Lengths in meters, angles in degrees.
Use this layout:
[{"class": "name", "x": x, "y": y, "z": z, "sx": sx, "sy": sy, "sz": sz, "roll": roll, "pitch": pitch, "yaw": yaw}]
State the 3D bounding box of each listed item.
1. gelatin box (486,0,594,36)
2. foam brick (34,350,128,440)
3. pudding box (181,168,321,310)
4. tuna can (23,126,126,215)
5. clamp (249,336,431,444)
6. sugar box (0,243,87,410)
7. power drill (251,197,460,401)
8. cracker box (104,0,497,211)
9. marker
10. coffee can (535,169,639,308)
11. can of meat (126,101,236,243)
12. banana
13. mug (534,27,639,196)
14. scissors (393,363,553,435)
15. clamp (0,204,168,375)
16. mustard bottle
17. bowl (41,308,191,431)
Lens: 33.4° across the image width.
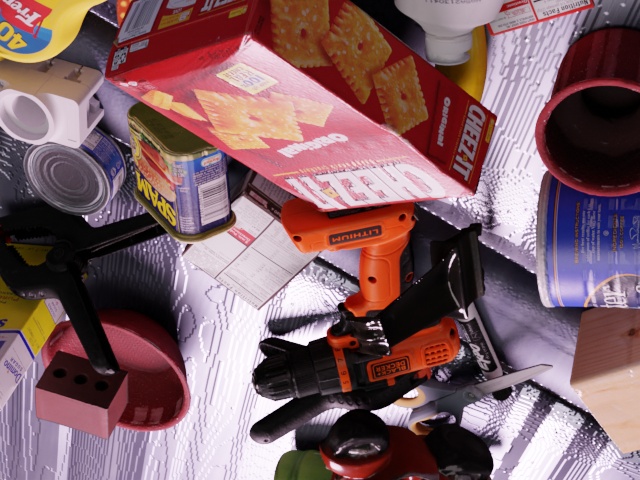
[{"class": "gelatin box", "x": 0.133, "y": -0.186, "z": 0.701, "sx": 0.073, "sy": 0.030, "sz": 0.089, "roll": -13, "pitch": 122, "yaw": 29}, {"class": "foam brick", "x": -0.234, "y": 0.151, "z": 1.047, "sx": 0.078, "sy": 0.053, "sz": 0.051, "roll": 15, "pitch": 134, "yaw": 7}, {"class": "pudding box", "x": -0.056, "y": 0.001, "z": 0.934, "sx": 0.090, "sy": 0.039, "sz": 0.114, "roll": 36, "pitch": 134, "yaw": -13}, {"class": "tuna can", "x": -0.217, "y": -0.064, "z": 0.943, "sx": 0.086, "sy": 0.033, "sz": 0.086, "roll": 11, "pitch": 132, "yaw": 12}, {"class": "clamp", "x": 0.013, "y": 0.133, "z": 0.970, "sx": 0.172, "sy": 0.120, "sz": 0.039, "roll": -6, "pitch": 137, "yaw": 20}, {"class": "sugar box", "x": -0.301, "y": 0.076, "z": 1.000, "sx": 0.093, "sy": 0.176, "sz": 0.048, "roll": 2, "pitch": 130, "yaw": 20}, {"class": "power drill", "x": 0.019, "y": 0.048, "z": 0.890, "sx": 0.184, "sy": 0.057, "sz": 0.187, "roll": -14, "pitch": 126, "yaw": -4}, {"class": "cracker box", "x": -0.013, "y": -0.095, "z": 0.718, "sx": 0.213, "sy": 0.072, "sz": 0.164, "roll": 31, "pitch": 158, "yaw": -36}, {"class": "marker", "x": 0.145, "y": 0.099, "z": 0.951, "sx": 0.020, "sy": 0.020, "sz": 0.121, "roll": -9, "pitch": 125, "yaw": 28}, {"class": "coffee can", "x": 0.234, "y": -0.001, "z": 0.772, "sx": 0.140, "sy": 0.102, "sz": 0.103, "roll": 1, "pitch": 129, "yaw": 21}, {"class": "can of meat", "x": -0.114, "y": -0.061, "z": 0.866, "sx": 0.102, "sy": 0.057, "sz": 0.084, "roll": 42, "pitch": 145, "yaw": 41}, {"class": "banana", "x": 0.083, "y": -0.102, "z": 0.788, "sx": 0.069, "sy": 0.037, "sz": 0.198, "roll": 24, "pitch": 134, "yaw": -3}, {"class": "mug", "x": 0.206, "y": -0.095, "z": 0.715, "sx": 0.117, "sy": 0.081, "sz": 0.093, "roll": -28, "pitch": 115, "yaw": 37}, {"class": "scissors", "x": 0.120, "y": 0.129, "z": 0.971, "sx": 0.096, "sy": 0.016, "sz": 0.202, "roll": 34, "pitch": 142, "yaw": -1}, {"class": "clamp", "x": -0.220, "y": 0.011, "z": 0.971, "sx": 0.210, "sy": 0.164, "sz": 0.036, "roll": 25, "pitch": 165, "yaw": 29}, {"class": "mustard bottle", "x": -0.221, "y": -0.192, "z": 0.816, "sx": 0.192, "sy": 0.058, "sz": 0.096, "roll": -31, "pitch": 105, "yaw": 39}, {"class": "bowl", "x": -0.198, "y": 0.121, "z": 1.082, "sx": 0.162, "sy": 0.055, "sz": 0.162, "roll": 11, "pitch": 132, "yaw": 12}]
